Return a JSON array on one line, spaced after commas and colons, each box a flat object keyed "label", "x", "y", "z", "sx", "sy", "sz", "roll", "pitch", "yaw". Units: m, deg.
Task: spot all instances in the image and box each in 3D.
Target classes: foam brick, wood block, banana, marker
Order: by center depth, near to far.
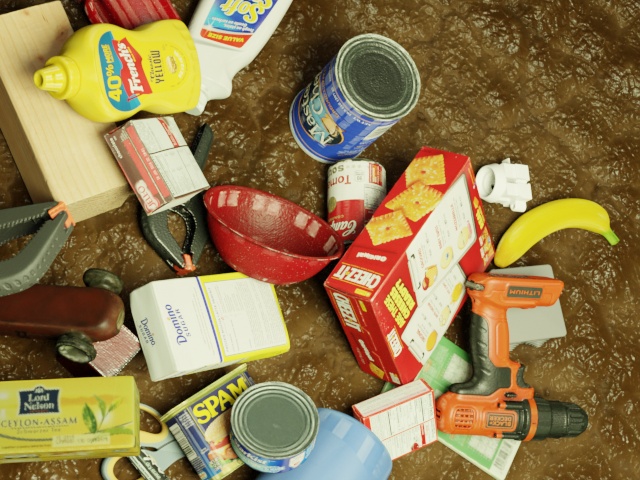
[{"label": "marker", "x": -0.173, "y": 0.223, "z": 1.056, "sx": 0.020, "sy": 0.020, "sz": 0.121, "roll": -41, "pitch": 93, "yaw": -28}, {"label": "foam brick", "x": -0.218, "y": 0.111, "z": 1.057, "sx": 0.053, "sy": 0.078, "sz": 0.051, "roll": 45, "pitch": 62, "yaw": -8}, {"label": "wood block", "x": -0.276, "y": -0.126, "z": 1.097, "sx": 0.090, "sy": 0.091, "sz": 0.206, "roll": -22, "pitch": 84, "yaw": -27}, {"label": "banana", "x": 0.294, "y": -0.016, "z": 1.336, "sx": 0.197, "sy": 0.037, "sz": 0.069, "roll": -10, "pitch": 75, "yaw": -25}]

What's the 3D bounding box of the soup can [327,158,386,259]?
[{"label": "soup can", "x": 0.041, "y": -0.035, "z": 1.217, "sx": 0.068, "sy": 0.069, "sz": 0.102, "roll": 8, "pitch": 71, "yaw": -21}]

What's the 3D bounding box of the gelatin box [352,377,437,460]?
[{"label": "gelatin box", "x": 0.082, "y": 0.198, "z": 1.158, "sx": 0.089, "sy": 0.030, "sz": 0.073, "roll": -20, "pitch": 122, "yaw": -18}]

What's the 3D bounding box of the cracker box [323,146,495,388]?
[{"label": "cracker box", "x": 0.103, "y": 0.029, "z": 1.178, "sx": 0.213, "sy": 0.072, "sz": 0.164, "roll": -53, "pitch": 141, "yaw": -27}]

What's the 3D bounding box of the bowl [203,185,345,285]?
[{"label": "bowl", "x": -0.057, "y": 0.001, "z": 1.143, "sx": 0.162, "sy": 0.162, "sz": 0.055, "roll": 16, "pitch": 110, "yaw": -18}]

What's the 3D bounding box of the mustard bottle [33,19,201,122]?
[{"label": "mustard bottle", "x": -0.203, "y": -0.167, "z": 1.057, "sx": 0.191, "sy": 0.058, "sz": 0.096, "roll": -18, "pitch": 103, "yaw": -51}]

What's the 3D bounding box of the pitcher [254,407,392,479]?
[{"label": "pitcher", "x": -0.026, "y": 0.297, "z": 1.064, "sx": 0.145, "sy": 0.149, "sz": 0.242, "roll": 34, "pitch": 60, "yaw": 6}]

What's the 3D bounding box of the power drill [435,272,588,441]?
[{"label": "power drill", "x": 0.224, "y": 0.133, "z": 1.201, "sx": 0.184, "sy": 0.057, "sz": 0.188, "roll": 5, "pitch": 92, "yaw": -16}]

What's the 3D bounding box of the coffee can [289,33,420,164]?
[{"label": "coffee can", "x": 0.036, "y": -0.157, "z": 1.212, "sx": 0.102, "sy": 0.140, "sz": 0.103, "roll": 7, "pitch": 72, "yaw": -21}]

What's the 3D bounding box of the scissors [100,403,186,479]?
[{"label": "scissors", "x": -0.136, "y": 0.227, "z": 1.091, "sx": 0.201, "sy": 0.016, "sz": 0.096, "roll": 25, "pitch": 68, "yaw": -15}]

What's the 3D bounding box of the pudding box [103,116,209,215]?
[{"label": "pudding box", "x": -0.163, "y": -0.078, "z": 1.078, "sx": 0.039, "sy": 0.113, "sz": 0.090, "roll": -27, "pitch": 92, "yaw": 17}]

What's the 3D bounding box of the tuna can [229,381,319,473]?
[{"label": "tuna can", "x": -0.045, "y": 0.182, "z": 1.036, "sx": 0.086, "sy": 0.034, "sz": 0.086, "roll": 4, "pitch": 49, "yaw": -5}]

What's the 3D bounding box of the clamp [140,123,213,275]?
[{"label": "clamp", "x": -0.169, "y": -0.049, "z": 1.148, "sx": 0.120, "sy": 0.039, "sz": 0.171, "roll": 1, "pitch": 74, "yaw": -21}]

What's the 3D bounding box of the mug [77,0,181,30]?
[{"label": "mug", "x": -0.210, "y": -0.247, "z": 1.157, "sx": 0.081, "sy": 0.093, "sz": 0.117, "roll": 59, "pitch": 29, "yaw": -3}]

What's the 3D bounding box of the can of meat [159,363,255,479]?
[{"label": "can of meat", "x": -0.097, "y": 0.187, "z": 1.081, "sx": 0.101, "sy": 0.058, "sz": 0.084, "roll": -30, "pitch": 84, "yaw": -36}]

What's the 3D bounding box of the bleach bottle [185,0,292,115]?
[{"label": "bleach bottle", "x": -0.094, "y": -0.250, "z": 1.230, "sx": 0.102, "sy": 0.068, "sz": 0.250, "roll": 28, "pitch": 68, "yaw": -13}]

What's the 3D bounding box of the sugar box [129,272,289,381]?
[{"label": "sugar box", "x": -0.110, "y": 0.084, "z": 1.090, "sx": 0.175, "sy": 0.048, "sz": 0.093, "roll": -4, "pitch": 73, "yaw": -51}]

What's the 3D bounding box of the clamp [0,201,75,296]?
[{"label": "clamp", "x": -0.332, "y": 0.024, "z": 1.005, "sx": 0.209, "sy": 0.036, "sz": 0.165, "roll": -40, "pitch": 59, "yaw": -18}]
